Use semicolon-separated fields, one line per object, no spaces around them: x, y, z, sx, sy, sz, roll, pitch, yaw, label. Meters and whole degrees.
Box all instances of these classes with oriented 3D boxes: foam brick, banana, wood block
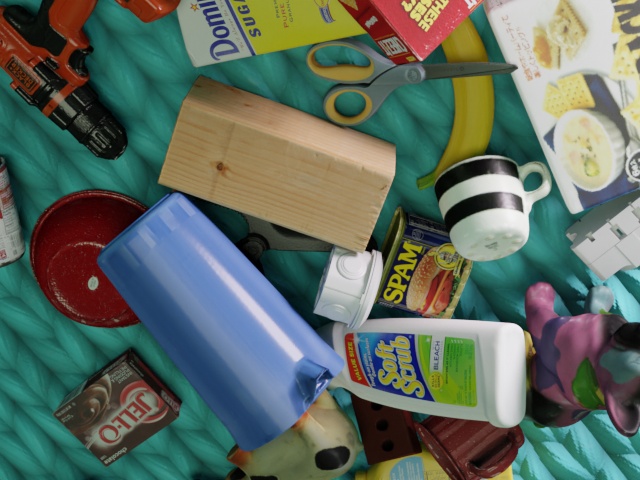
0.070;0.196;1.139;0.053;0.051;0.078;-18;78;12;foam brick
0.132;-0.135;1.016;0.069;0.037;0.198;3;114;2;banana
-0.039;-0.074;1.028;0.206;0.090;0.091;19;114;-4;wood block

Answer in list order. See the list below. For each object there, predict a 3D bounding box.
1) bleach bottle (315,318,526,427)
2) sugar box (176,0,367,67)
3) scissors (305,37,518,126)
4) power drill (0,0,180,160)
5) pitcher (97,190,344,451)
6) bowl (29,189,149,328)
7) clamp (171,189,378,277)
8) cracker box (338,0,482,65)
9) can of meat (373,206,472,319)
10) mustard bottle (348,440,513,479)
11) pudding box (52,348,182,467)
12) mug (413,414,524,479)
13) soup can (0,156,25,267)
0.079;0.130;1.078;0.251;0.068;0.102;-2;85;33;bleach bottle
-0.045;-0.223;0.987;0.176;0.048;0.093;-11;111;8;sugar box
0.080;-0.140;1.001;0.202;0.016;0.096;15;125;17;scissors
-0.214;-0.184;0.992;0.184;0.057;0.188;44;122;-10;power drill
-0.105;0.077;1.041;0.149;0.145;0.243;-38;97;12;pitcher
-0.231;0.031;1.109;0.162;0.055;0.162;2;114;4;bowl
-0.057;0.001;1.090;0.165;0.036;0.210;-44;100;10;clamp
0.061;-0.283;0.911;0.164;0.072;0.213;-45;105;-8;cracker box
0.102;0.027;1.078;0.084;0.057;0.102;17;114;-6;can of meat
0.115;0.267;1.179;0.192;0.058;0.096;-8;102;8;mustard bottle
-0.224;0.186;1.183;0.114;0.039;0.090;-35;107;18;pudding box
0.160;0.204;1.095;0.081;0.117;0.093;-36;112;-9;mug
-0.343;-0.028;1.085;0.068;0.068;0.102;-4;114;6;soup can
